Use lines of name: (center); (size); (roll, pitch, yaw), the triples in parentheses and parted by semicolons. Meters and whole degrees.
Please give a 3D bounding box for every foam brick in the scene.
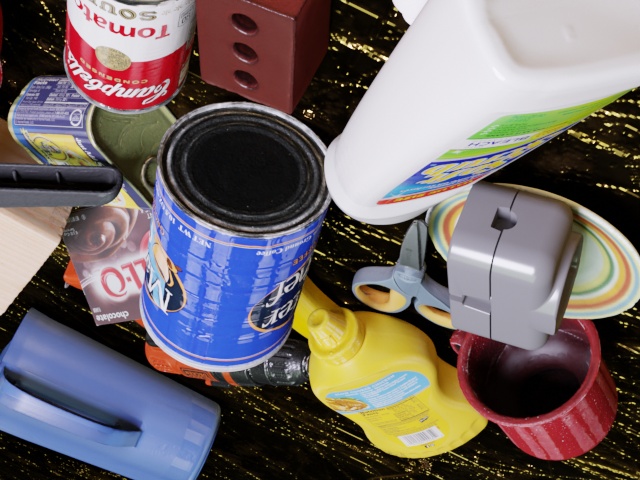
foam brick: (-0.026, -0.109, 0.517); (0.053, 0.051, 0.078); (21, 154, 9)

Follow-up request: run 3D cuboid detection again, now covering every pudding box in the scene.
pudding box: (-0.129, 0.010, 0.776); (0.114, 0.039, 0.090); (-10, 104, 35)

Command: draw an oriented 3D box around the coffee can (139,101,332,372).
coffee can: (-0.054, 0.001, 0.653); (0.103, 0.102, 0.140); (23, 140, 4)

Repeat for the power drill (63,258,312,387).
power drill: (-0.112, 0.064, 0.905); (0.185, 0.057, 0.187); (0, 144, 35)

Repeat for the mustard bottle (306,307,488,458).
mustard bottle: (0.047, 0.103, 0.806); (0.096, 0.058, 0.191); (-20, 140, 24)

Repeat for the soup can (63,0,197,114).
soup can: (-0.095, -0.119, 0.542); (0.068, 0.068, 0.102); (26, 153, -2)

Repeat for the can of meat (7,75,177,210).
can of meat: (-0.140, -0.063, 0.696); (0.084, 0.057, 0.102); (6, 149, 36)

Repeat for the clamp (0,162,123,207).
clamp: (-0.234, -0.036, 0.643); (0.210, 0.036, 0.164); (-33, 122, 30)

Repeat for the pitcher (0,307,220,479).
pitcher: (-0.235, 0.182, 1.144); (0.242, 0.149, 0.145); (25, 136, -8)

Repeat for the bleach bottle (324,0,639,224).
bleach bottle: (0.066, -0.058, 0.505); (0.102, 0.068, 0.251); (-14, 170, -17)

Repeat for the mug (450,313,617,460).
mug: (0.138, 0.090, 0.708); (0.117, 0.093, 0.081); (20, 161, 38)

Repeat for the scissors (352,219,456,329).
scissors: (0.074, 0.027, 0.690); (0.096, 0.016, 0.202); (22, 164, -8)
